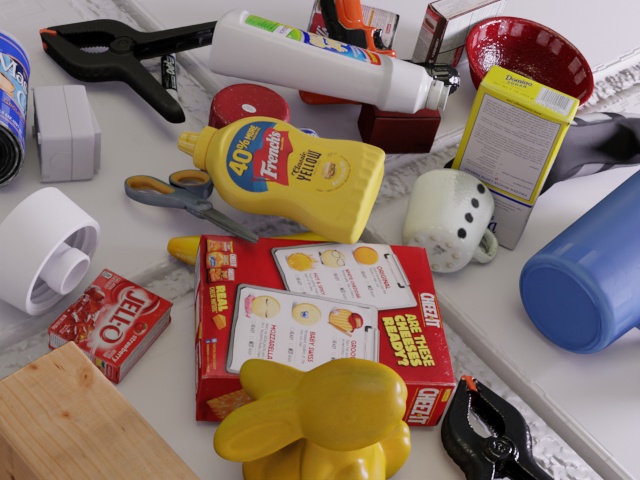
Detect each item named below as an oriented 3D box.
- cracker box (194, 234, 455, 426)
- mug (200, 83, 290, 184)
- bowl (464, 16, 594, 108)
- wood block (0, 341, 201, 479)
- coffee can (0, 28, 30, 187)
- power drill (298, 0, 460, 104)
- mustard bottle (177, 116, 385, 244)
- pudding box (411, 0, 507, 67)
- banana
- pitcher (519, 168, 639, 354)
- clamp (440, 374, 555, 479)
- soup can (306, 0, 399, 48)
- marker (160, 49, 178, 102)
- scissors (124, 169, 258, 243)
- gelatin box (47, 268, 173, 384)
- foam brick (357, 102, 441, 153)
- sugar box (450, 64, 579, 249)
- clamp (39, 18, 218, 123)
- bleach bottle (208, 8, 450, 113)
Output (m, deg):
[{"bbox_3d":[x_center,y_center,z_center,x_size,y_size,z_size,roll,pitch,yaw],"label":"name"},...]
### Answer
[{"bbox_3d":[-0.004,0.080,0.944,0.213,0.072,0.164,4,45,-11],"label":"cracker box"},{"bbox_3d":[-0.076,-0.116,1.109,0.093,0.082,0.117,8,45,-6],"label":"mug"},{"bbox_3d":[0.239,-0.192,1.268,0.162,0.055,0.162,9,50,-11],"label":"bowl"},{"bbox_3d":[-0.161,0.186,0.790,0.090,0.091,0.206,-31,60,-35],"label":"wood block"},{"bbox_3d":[-0.340,-0.131,1.048,0.102,0.103,0.140,1,47,-13],"label":"coffee can"},{"bbox_3d":[0.064,-0.247,1.213,0.184,0.057,0.187,-3,87,-4],"label":"power drill"},{"bbox_3d":[-0.042,-0.067,0.996,0.192,0.058,0.096,17,64,10],"label":"mustard bottle"},{"bbox_3d":[0.169,-0.257,1.297,0.113,0.090,0.039,-28,59,-33],"label":"pudding box"},{"bbox_3d":[-0.046,0.008,1.032,0.197,0.037,0.070,-9,25,-23],"label":"banana"},{"bbox_3d":[0.316,0.019,1.049,0.242,0.145,0.149,-31,47,-31],"label":"pitcher"},{"bbox_3d":[0.159,0.188,0.900,0.120,0.039,0.171,7,45,-15],"label":"clamp"},{"bbox_3d":[0.038,-0.250,1.276,0.102,0.069,0.068,15,45,0],"label":"soup can"},{"bbox_3d":[-0.172,-0.192,1.205,0.020,0.020,0.121,1,46,-12],"label":"marker"},{"bbox_3d":[-0.105,-0.037,1.025,0.202,0.016,0.096,18,29,36],"label":"scissors"},{"bbox_3d":[-0.183,0.073,0.937,0.073,0.030,0.089,26,47,12],"label":"gelatin box"},{"bbox_3d":[0.086,-0.132,1.184,0.078,0.053,0.051,-1,47,-16],"label":"foam brick"},{"bbox_3d":[0.184,-0.080,1.068,0.093,0.176,0.048,26,48,11],"label":"sugar box"},{"bbox_3d":[-0.213,-0.197,1.172,0.210,0.036,0.164,8,48,6],"label":"clamp"},{"bbox_3d":[0.014,-0.184,1.139,0.251,0.068,0.102,15,20,5],"label":"bleach bottle"}]
